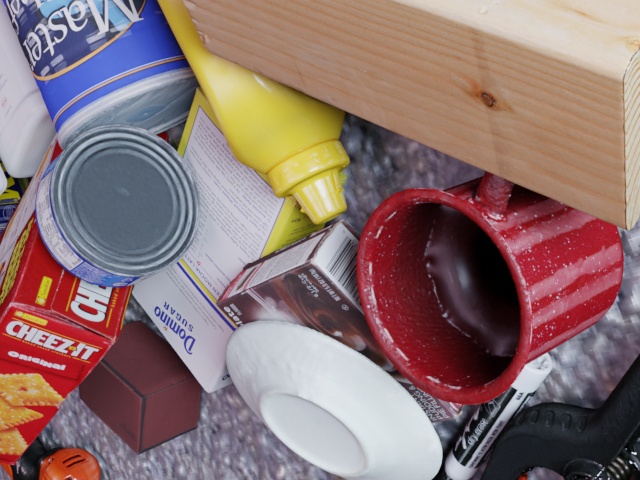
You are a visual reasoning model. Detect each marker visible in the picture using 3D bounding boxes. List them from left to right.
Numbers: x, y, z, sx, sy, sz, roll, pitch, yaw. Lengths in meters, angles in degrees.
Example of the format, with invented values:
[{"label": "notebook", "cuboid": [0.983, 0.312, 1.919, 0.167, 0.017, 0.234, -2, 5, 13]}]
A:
[{"label": "marker", "cuboid": [0.082, 0.097, 0.539, 0.020, 0.020, 0.121, 47, 135, 25]}]

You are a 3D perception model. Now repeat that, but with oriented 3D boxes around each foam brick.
[{"label": "foam brick", "cuboid": [-0.128, 0.102, 0.749, 0.078, 0.051, 0.053, 34, 129, 35]}]

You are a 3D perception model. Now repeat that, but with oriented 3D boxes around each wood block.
[{"label": "wood block", "cuboid": [0.044, -0.098, 0.405, 0.206, 0.090, 0.090, 28, 159, 30]}]

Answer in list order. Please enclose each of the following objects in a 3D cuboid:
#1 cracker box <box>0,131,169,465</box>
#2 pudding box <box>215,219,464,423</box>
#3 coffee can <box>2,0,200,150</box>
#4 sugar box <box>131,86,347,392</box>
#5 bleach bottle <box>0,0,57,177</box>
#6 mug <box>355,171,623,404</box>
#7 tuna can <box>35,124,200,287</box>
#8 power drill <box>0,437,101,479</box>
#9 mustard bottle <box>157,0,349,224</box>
[{"label": "cracker box", "cuboid": [-0.181, 0.033, 0.706, 0.214, 0.072, 0.164, -44, 30, 47]}, {"label": "pudding box", "cuboid": [0.014, 0.050, 0.550, 0.113, 0.039, 0.090, 49, 141, -13]}, {"label": "coffee can", "cuboid": [-0.126, -0.134, 0.613, 0.103, 0.102, 0.140, -28, 83, 50]}, {"label": "sugar box", "cuboid": [-0.054, 0.001, 0.632, 0.093, 0.048, 0.176, 49, 139, 23]}, {"label": "bleach bottle", "cuboid": [-0.234, -0.173, 0.749, 0.251, 0.067, 0.103, 61, 141, 14]}, {"label": "mug", "cuboid": [0.078, 0.003, 0.456, 0.093, 0.081, 0.117, 36, 129, 34]}, {"label": "tuna can", "cuboid": [-0.111, -0.018, 0.586, 0.034, 0.085, 0.086, -26, 85, 54]}, {"label": "power drill", "cuboid": [-0.264, 0.219, 0.946, 0.188, 0.057, 0.185, 36, 126, 30]}, {"label": "mustard bottle", "cuboid": [-0.036, -0.097, 0.534, 0.058, 0.096, 0.191, -28, 84, 17]}]
